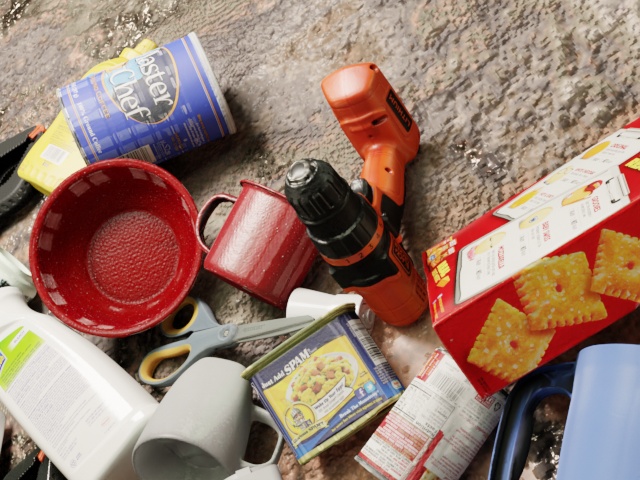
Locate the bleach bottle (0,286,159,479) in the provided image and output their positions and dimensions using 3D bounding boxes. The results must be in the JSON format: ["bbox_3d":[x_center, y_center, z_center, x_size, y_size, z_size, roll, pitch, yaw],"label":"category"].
[{"bbox_3d":[-0.235,0.113,0.936,0.251,0.068,0.102,40,89,28],"label":"bleach bottle"}]

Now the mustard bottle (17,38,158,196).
[{"bbox_3d":[-0.225,-0.126,1.100,0.096,0.058,0.191,24,78,36],"label":"mustard bottle"}]

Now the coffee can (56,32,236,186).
[{"bbox_3d":[-0.163,-0.123,1.009,0.140,0.103,0.103,-23,52,-4],"label":"coffee can"}]

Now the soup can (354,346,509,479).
[{"bbox_3d":[0.081,0.135,0.763,0.069,0.068,0.102,32,82,39],"label":"soup can"}]

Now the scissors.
[{"bbox_3d":[-0.081,0.067,0.906,0.202,0.016,0.096,-28,44,31],"label":"scissors"}]

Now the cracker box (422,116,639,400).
[{"bbox_3d":[0.178,0.002,0.730,0.214,0.072,0.164,-32,11,11],"label":"cracker box"}]

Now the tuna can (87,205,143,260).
[{"bbox_3d":[-0.201,-0.013,1.038,0.086,0.033,0.086,-14,57,23],"label":"tuna can"}]

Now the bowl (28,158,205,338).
[{"bbox_3d":[-0.178,0.010,0.966,0.162,0.055,0.162,-2,79,8],"label":"bowl"}]

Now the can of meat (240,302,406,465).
[{"bbox_3d":[0.005,0.109,0.812,0.102,0.057,0.084,-36,78,13],"label":"can of meat"}]

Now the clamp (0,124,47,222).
[{"bbox_3d":[-0.358,-0.034,1.141,0.210,0.036,0.165,-42,50,3],"label":"clamp"}]

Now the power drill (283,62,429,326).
[{"bbox_3d":[0.030,-0.049,0.837,0.057,0.184,0.187,-14,48,23],"label":"power drill"}]

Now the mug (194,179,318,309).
[{"bbox_3d":[-0.056,0.001,0.904,0.117,0.093,0.081,25,83,19],"label":"mug"}]
